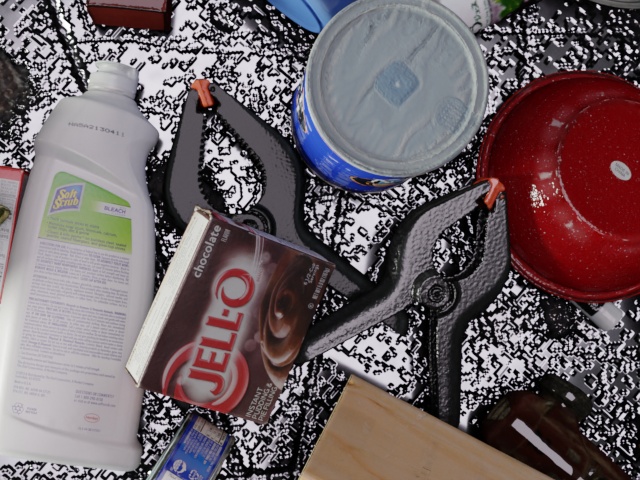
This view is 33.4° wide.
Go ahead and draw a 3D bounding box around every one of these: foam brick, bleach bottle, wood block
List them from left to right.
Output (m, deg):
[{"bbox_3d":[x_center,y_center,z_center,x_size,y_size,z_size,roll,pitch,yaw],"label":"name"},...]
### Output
[{"bbox_3d":[-0.144,0.013,0.677,0.102,0.068,0.251,11,83,-17],"label":"bleach bottle"},{"bbox_3d":[-0.120,-0.181,0.688,0.051,0.053,0.078,5,88,-5],"label":"foam brick"},{"bbox_3d":[0.083,0.182,0.645,0.206,0.091,0.090,27,43,5],"label":"wood block"}]

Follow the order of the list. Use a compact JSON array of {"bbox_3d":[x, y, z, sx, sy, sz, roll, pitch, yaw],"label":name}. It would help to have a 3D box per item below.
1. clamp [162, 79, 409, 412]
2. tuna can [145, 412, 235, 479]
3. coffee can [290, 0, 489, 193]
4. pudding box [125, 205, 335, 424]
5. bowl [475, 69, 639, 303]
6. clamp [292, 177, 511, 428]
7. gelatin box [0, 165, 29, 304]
[{"bbox_3d":[-0.055,0.001,0.697,0.164,0.036,0.210,-25,95,-6],"label":"clamp"},{"bbox_3d":[-0.090,0.151,0.666,0.034,0.086,0.086,32,86,-2],"label":"tuna can"},{"bbox_3d":[0.036,-0.084,0.655,0.102,0.140,0.103,0,88,-5],"label":"coffee can"},{"bbox_3d":[-0.055,0.047,0.650,0.089,0.039,0.113,22,92,-29],"label":"pudding box"},{"bbox_3d":[0.187,-0.041,0.699,0.162,0.055,0.162,1,81,-10],"label":"bowl"},{"bbox_3d":[0.075,0.042,0.682,0.120,0.039,0.171,38,93,-15],"label":"clamp"},{"bbox_3d":[-0.232,-0.007,0.686,0.073,0.030,0.089,9,88,-6],"label":"gelatin box"}]
